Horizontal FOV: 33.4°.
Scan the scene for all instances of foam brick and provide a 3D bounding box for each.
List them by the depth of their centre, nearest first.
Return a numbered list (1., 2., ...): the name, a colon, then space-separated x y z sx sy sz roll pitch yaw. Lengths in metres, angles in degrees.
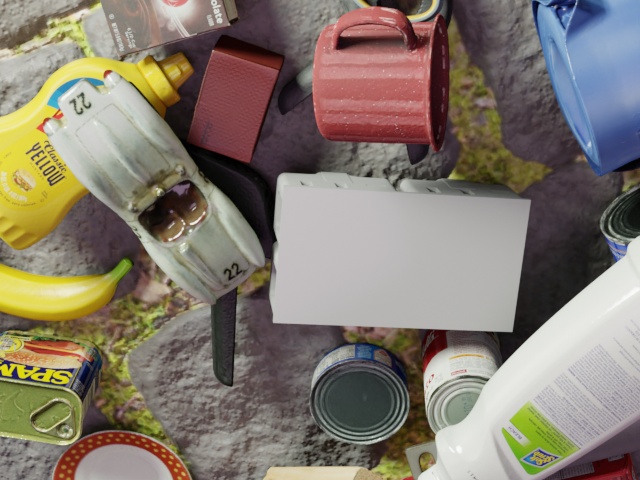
1. foam brick: -0.064 -0.108 0.806 0.053 0.051 0.078 19 114 -4

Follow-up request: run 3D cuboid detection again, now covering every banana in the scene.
1. banana: -0.257 0.028 0.893 0.197 0.037 0.069 11 96 -3

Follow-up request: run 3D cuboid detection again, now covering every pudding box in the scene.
1. pudding box: -0.117 -0.198 0.763 0.090 0.039 0.113 -12 107 17

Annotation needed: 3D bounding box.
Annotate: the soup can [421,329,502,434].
1. soup can: 0.118 0.112 0.868 0.068 0.102 0.068 1 115 3

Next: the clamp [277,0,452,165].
1. clamp: 0.055 -0.141 0.788 0.120 0.039 0.172 27 114 -8

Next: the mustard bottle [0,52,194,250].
1. mustard bottle: -0.179 -0.082 0.807 0.191 0.058 0.096 -34 110 -1

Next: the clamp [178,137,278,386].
1. clamp: -0.056 0.001 0.863 0.164 0.036 0.210 -27 108 5

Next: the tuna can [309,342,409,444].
1. tuna can: 0.034 0.132 0.920 0.086 0.033 0.086 1 115 3

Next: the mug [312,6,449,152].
1. mug: 0.040 -0.114 0.725 0.081 0.093 0.117 3 152 14

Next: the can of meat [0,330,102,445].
1. can of meat: -0.242 0.122 0.906 0.102 0.084 0.057 8 115 0

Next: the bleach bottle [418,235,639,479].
1. bleach bottle: 0.167 0.112 0.775 0.251 0.068 0.102 -41 103 21
